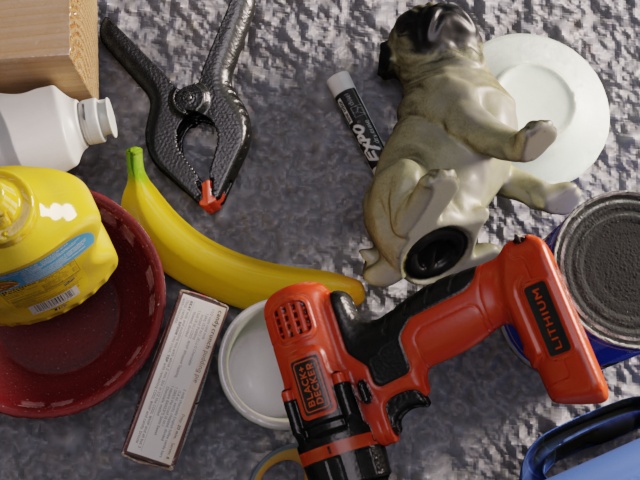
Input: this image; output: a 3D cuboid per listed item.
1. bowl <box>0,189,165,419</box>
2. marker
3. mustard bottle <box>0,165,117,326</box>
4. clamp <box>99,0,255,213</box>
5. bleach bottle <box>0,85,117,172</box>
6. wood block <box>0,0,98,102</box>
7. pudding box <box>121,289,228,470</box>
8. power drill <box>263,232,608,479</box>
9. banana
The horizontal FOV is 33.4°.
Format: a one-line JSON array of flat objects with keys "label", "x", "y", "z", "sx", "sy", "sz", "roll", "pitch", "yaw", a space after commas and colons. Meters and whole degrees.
[{"label": "bowl", "x": -0.187, "y": 0.045, "z": 0.740, "sx": 0.162, "sy": 0.055, "sz": 0.162, "roll": 1, "pitch": 75, "yaw": -4}, {"label": "marker", "x": 0.038, "y": -0.072, "z": 0.808, "sx": 0.020, "sy": 0.020, "sz": 0.121, "roll": -24, "pitch": 79, "yaw": -10}, {"label": "mustard bottle", "x": -0.175, "y": 0.001, "z": 0.623, "sx": 0.096, "sy": 0.192, "sz": 0.058, "roll": -24, "pitch": 79, "yaw": -11}, {"label": "clamp", "x": -0.087, "y": -0.109, "z": 0.794, "sx": 0.120, "sy": 0.039, "sz": 0.171, "roll": -22, "pitch": 80, "yaw": 9}, {"label": "bleach bottle", "x": -0.265, "y": -0.064, "z": 0.729, "sx": 0.251, "sy": 0.068, "sz": 0.102, "roll": -12, "pitch": 47, "yaw": -1}, {"label": "wood block", "x": -0.269, "y": -0.144, "z": 0.757, "sx": 0.206, "sy": 0.090, "sz": 0.091, "roll": -4, "pitch": 76, "yaw": 0}, {"label": "pudding box", "x": -0.096, "y": 0.092, "z": 0.713, "sx": 0.039, "sy": 0.090, "sz": 0.113, "roll": 17, "pitch": 82, "yaw": -4}, {"label": "power drill", "x": 0.069, "y": 0.090, "z": 0.636, "sx": 0.188, "sy": 0.057, "sz": 0.184, "roll": -22, "pitch": 76, "yaw": 12}, {"label": "banana", "x": -0.067, "y": 0.012, "z": 0.757, "sx": 0.198, "sy": 0.070, "sz": 0.037, "roll": 30, "pitch": 32, "yaw": -3}]
